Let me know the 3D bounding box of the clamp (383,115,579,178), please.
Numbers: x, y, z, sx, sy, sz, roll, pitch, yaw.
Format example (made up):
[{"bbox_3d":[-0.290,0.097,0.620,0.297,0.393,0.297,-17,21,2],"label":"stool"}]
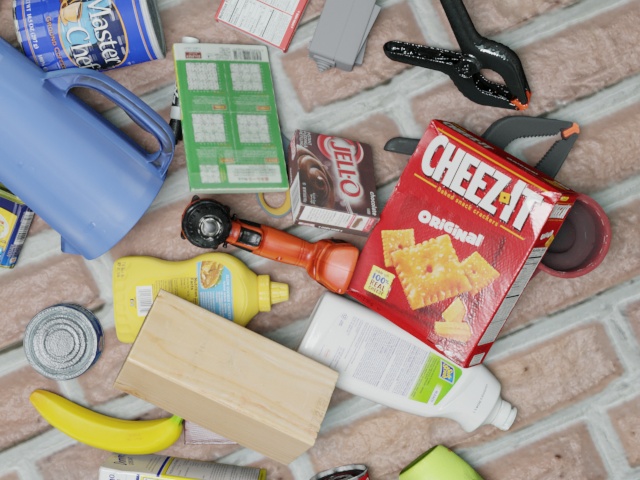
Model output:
[{"bbox_3d":[0.185,-0.086,1.192,0.210,0.036,0.164,-34,92,5],"label":"clamp"}]

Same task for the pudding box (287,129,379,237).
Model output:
[{"bbox_3d":[0.012,-0.063,1.153,0.090,0.039,0.113,9,52,-17],"label":"pudding box"}]

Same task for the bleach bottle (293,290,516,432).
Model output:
[{"bbox_3d":[0.097,0.152,1.186,0.251,0.068,0.102,27,90,-3],"label":"bleach bottle"}]

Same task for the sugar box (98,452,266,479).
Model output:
[{"bbox_3d":[-0.150,0.270,1.174,0.176,0.093,0.048,5,91,1],"label":"sugar box"}]

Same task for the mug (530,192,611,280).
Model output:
[{"bbox_3d":[0.254,0.003,1.171,0.093,0.081,0.117,39,91,-1],"label":"mug"}]

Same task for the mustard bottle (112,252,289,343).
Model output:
[{"bbox_3d":[-0.131,0.061,1.185,0.191,0.058,0.096,-3,93,0],"label":"mustard bottle"}]

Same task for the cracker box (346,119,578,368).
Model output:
[{"bbox_3d":[0.143,0.003,1.129,0.164,0.072,0.214,33,107,23],"label":"cracker box"}]

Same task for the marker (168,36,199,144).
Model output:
[{"bbox_3d":[-0.156,-0.168,1.199,0.020,0.020,0.121,10,92,0],"label":"marker"}]

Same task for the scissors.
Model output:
[{"bbox_3d":[-0.068,-0.110,1.202,0.096,0.016,0.202,-42,91,0],"label":"scissors"}]

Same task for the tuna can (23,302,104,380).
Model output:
[{"bbox_3d":[-0.289,0.114,1.199,0.086,0.034,0.086,0,91,0],"label":"tuna can"}]

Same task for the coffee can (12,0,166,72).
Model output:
[{"bbox_3d":[-0.248,-0.232,1.156,0.140,0.103,0.103,-13,91,1],"label":"coffee can"}]

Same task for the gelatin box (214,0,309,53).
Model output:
[{"bbox_3d":[-0.064,-0.261,1.192,0.089,0.030,0.073,24,93,0],"label":"gelatin box"}]

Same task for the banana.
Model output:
[{"bbox_3d":[-0.231,0.203,1.186,0.198,0.037,0.069,2,104,18],"label":"banana"}]

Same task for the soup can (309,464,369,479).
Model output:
[{"bbox_3d":[0.031,0.309,1.186,0.068,0.068,0.102,-14,92,0],"label":"soup can"}]

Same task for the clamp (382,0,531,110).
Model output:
[{"bbox_3d":[0.154,-0.197,1.176,0.171,0.120,0.039,43,52,-14],"label":"clamp"}]

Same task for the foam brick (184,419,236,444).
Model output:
[{"bbox_3d":[-0.111,0.197,1.192,0.078,0.053,0.051,-1,91,1],"label":"foam brick"}]

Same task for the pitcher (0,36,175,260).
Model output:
[{"bbox_3d":[-0.280,-0.108,1.105,0.242,0.145,0.149,42,66,-22],"label":"pitcher"}]

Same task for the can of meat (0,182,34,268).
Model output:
[{"bbox_3d":[-0.373,-0.024,1.185,0.102,0.057,0.084,21,94,0],"label":"can of meat"}]

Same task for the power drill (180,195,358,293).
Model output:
[{"bbox_3d":[-0.057,0.001,1.132,0.187,0.184,0.057,20,92,-10],"label":"power drill"}]

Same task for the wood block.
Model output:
[{"bbox_3d":[-0.099,0.144,1.115,0.206,0.091,0.090,26,59,-7],"label":"wood block"}]
